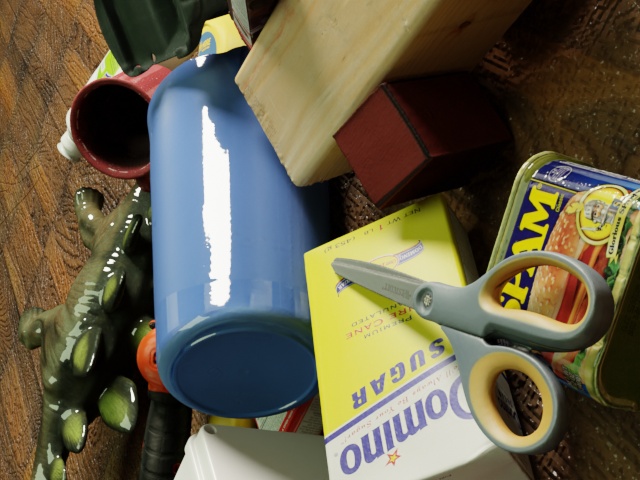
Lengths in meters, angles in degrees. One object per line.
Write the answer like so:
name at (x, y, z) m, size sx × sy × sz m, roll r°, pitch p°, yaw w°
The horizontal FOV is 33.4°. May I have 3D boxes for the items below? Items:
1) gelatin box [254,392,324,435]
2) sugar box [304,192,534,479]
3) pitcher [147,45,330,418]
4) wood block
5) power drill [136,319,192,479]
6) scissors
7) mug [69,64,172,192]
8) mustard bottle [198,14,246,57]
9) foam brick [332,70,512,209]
gelatin box at (-0.019, 0.100, 0.740) m, size 0.073 × 0.030 × 0.089 m, roll -63°, pitch 27°, yaw 23°
sugar box at (0.045, 0.062, 0.563) m, size 0.093 × 0.048 × 0.176 m, roll -26°, pitch 39°, yaw 16°
pitcher at (-0.055, 0.001, 0.725) m, size 0.145 × 0.149 × 0.243 m, roll -25°, pitch 43°, yaw 20°
wood block at (0.039, -0.128, 0.617) m, size 0.090 × 0.090 × 0.206 m, roll 60°, pitch 145°, yaw 14°
power drill at (-0.115, 0.150, 0.829) m, size 0.184 × 0.057 × 0.187 m, roll 37°, pitch -122°, yaw -88°
scissors at (0.058, 0.048, 0.509) m, size 0.202 × 0.016 × 0.096 m, roll -9°, pitch 73°, yaw 57°
mug at (-0.162, -0.101, 0.968) m, size 0.081 × 0.093 × 0.117 m, roll -54°, pitch -49°, yaw -61°
mustard bottle at (-0.086, -0.136, 0.941) m, size 0.096 × 0.058 × 0.191 m, roll 157°, pitch 124°, yaw -73°
foam brick at (0.059, -0.058, 0.603) m, size 0.053 × 0.078 × 0.051 m, roll -45°, pitch 69°, yaw 42°
